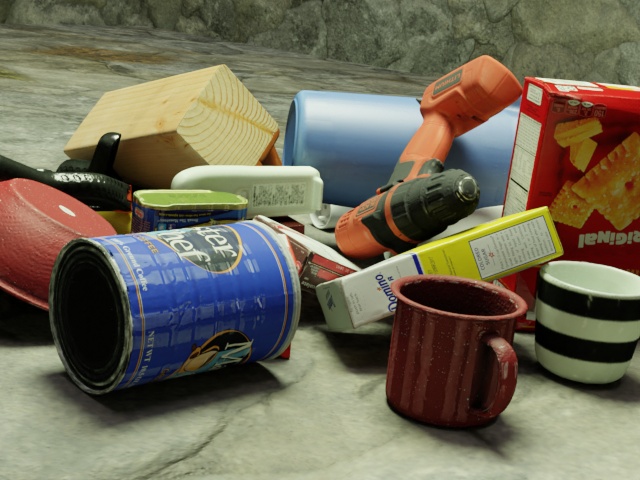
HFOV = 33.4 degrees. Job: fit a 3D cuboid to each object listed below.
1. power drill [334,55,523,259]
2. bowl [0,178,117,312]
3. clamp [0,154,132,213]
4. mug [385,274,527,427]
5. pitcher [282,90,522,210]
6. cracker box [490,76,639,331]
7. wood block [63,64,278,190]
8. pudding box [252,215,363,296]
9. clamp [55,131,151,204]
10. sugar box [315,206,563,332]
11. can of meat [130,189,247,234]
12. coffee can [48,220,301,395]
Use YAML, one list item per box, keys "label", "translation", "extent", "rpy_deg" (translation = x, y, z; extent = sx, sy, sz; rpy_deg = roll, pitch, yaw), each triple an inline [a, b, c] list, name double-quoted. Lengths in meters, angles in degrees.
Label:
- label: "power drill"
  translation: [0.102, -0.072, 0.918]
  extent: [0.057, 0.187, 0.185]
  rpy_deg: [42, -28, -15]
- label: "bowl"
  translation: [-0.210, -0.001, 0.825]
  extent: [0.162, 0.055, 0.162]
  rpy_deg: [31, 9, -6]
- label: "clamp"
  translation: [-0.249, -0.046, 0.938]
  extent: [0.209, 0.036, 0.165]
  rpy_deg: [3, -8, -40]
- label: "mug"
  translation: [0.094, 0.079, 0.720]
  extent: [0.093, 0.081, 0.117]
  rpy_deg: [-1, 17, -28]
- label: "pitcher"
  translation: [0.086, -0.073, 1.073]
  extent: [0.242, 0.149, 0.145]
  rpy_deg: [6, -27, -9]
- label: "cracker box"
  translation: [0.246, -0.026, 0.925]
  extent: [0.164, 0.214, 0.072]
  rpy_deg: [4, 17, -9]
- label: "wood block"
  translation: [-0.154, -0.103, 1.075]
  extent: [0.207, 0.090, 0.090]
  rpy_deg: [-3, -41, 48]
- label: "pudding box"
  translation: [-0.008, 0.022, 0.925]
  extent: [0.089, 0.039, 0.114]
  rpy_deg: [25, 5, -33]
- label: "clamp"
  translation: [-0.220, -0.061, 1.070]
  extent: [0.172, 0.120, 0.039]
  rpy_deg: [-1, 45, 36]
- label: "sugar box"
  translation: [0.090, 0.023, 0.837]
  extent: [0.176, 0.048, 0.093]
  rpy_deg: [-16, -3, -12]
- label: "can of meat"
  translation: [-0.114, 0.003, 0.911]
  extent: [0.101, 0.084, 0.058]
  rpy_deg: [-2, 17, -29]
- label: "coffee can"
  translation: [-0.098, 0.043, 0.730]
  extent: [0.140, 0.103, 0.103]
  rpy_deg: [-7, 20, -41]
